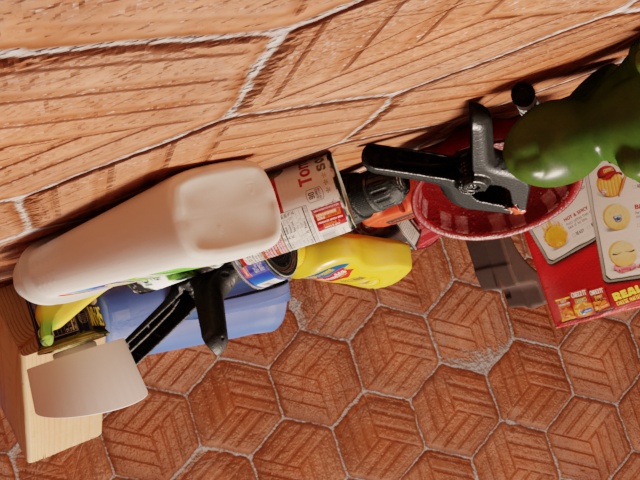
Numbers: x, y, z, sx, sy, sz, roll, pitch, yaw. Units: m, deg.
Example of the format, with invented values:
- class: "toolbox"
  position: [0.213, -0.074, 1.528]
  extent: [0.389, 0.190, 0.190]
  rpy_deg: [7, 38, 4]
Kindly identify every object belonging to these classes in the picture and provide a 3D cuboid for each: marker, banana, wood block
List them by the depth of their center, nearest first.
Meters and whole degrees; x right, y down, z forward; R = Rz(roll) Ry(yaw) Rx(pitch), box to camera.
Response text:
- class: "marker"
  position: [0.168, -0.114, 0.870]
  extent: [0.020, 0.020, 0.121]
  rpy_deg: [-18, 177, 14]
- class: "banana"
  position: [-0.175, 0.026, 0.932]
  extent: [0.197, 0.037, 0.070]
  rpy_deg: [-37, -129, -28]
- class: "wood block"
  position: [-0.287, 0.135, 1.132]
  extent: [0.090, 0.090, 0.206]
  rpy_deg: [-19, 146, -28]

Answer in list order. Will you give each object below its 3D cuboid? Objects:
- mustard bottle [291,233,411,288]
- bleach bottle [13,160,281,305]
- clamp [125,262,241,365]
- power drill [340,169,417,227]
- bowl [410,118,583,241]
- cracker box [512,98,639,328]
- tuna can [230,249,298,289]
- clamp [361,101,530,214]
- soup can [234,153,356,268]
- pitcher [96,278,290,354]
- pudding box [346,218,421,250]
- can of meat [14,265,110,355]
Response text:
- class: "mustard bottle"
  position: [0.013, 0.019, 1.237]
  extent: [0.096, 0.058, 0.191]
  rpy_deg: [-15, 164, 42]
- class: "bleach bottle"
  position: [-0.150, 0.006, 0.808]
  extent: [0.251, 0.068, 0.102]
  rpy_deg: [-17, 178, 43]
- class: "clamp"
  position: [-0.127, 0.055, 1.044]
  extent: [0.165, 0.036, 0.209]
  rpy_deg: [-22, -151, 32]
- class: "power drill"
  position: [0.051, -0.045, 1.121]
  extent: [0.185, 0.057, 0.187]
  rpy_deg: [-15, 176, 37]
- class: "bowl"
  position: [0.161, -0.065, 1.003]
  extent: [0.162, 0.055, 0.162]
  rpy_deg: [-4, 147, -3]
- class: "cracker box"
  position: [0.282, -0.039, 1.049]
  extent: [0.164, 0.214, 0.072]
  rpy_deg: [-19, 179, 28]
- class: "tuna can"
  position: [-0.057, 0.001, 1.023]
  extent: [0.034, 0.086, 0.086]
  rpy_deg: [-21, 176, 24]
- class: "clamp"
  position: [0.118, -0.060, 0.918]
  extent: [0.120, 0.039, 0.171]
  rpy_deg: [-9, 153, 31]
- class: "soup can"
  position: [-0.029, -0.025, 0.878]
  extent: [0.102, 0.068, 0.068]
  rpy_deg: [-18, 177, 4]
- class: "pitcher"
  position: [-0.164, 0.070, 1.271]
  extent: [0.242, 0.145, 0.149]
  rpy_deg: [-12, 148, -34]
- class: "pudding box"
  position: [0.056, -0.016, 1.330]
  extent: [0.114, 0.090, 0.039]
  rpy_deg: [-22, -150, 37]
- class: "can of meat"
  position: [-0.239, 0.057, 0.986]
  extent: [0.057, 0.084, 0.102]
  rpy_deg: [-18, 177, -3]
